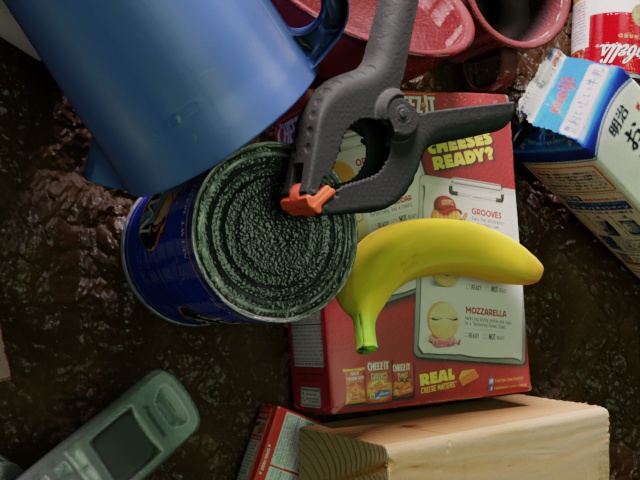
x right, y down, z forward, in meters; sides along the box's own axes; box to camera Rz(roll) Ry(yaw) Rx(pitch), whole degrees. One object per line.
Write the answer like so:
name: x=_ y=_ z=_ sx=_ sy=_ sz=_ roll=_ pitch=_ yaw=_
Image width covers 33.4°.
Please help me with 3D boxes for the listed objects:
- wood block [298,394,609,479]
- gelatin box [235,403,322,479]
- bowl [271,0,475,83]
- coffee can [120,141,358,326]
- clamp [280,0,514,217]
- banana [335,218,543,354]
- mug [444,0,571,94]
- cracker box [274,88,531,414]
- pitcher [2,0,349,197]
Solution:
wood block: x=0.094 y=0.161 z=0.718 sx=0.205 sy=0.091 sz=0.090 roll=-1 pitch=90 yaw=-37
gelatin box: x=-0.010 y=0.160 z=0.725 sx=0.089 sy=0.030 sz=0.073 roll=25 pitch=74 yaw=-24
bowl: x=0.019 y=-0.150 z=0.713 sx=0.162 sy=0.055 sz=0.162 roll=18 pitch=36 yaw=-14
coffee can: x=-0.054 y=0.001 z=0.655 sx=0.102 sy=0.141 sz=0.103 roll=2 pitch=84 yaw=-26
clamp: x=0.046 y=-0.067 z=0.617 sx=0.120 sy=0.039 sz=0.171 roll=41 pitch=68 yaw=-17
banana: x=0.070 y=0.018 z=0.677 sx=0.197 sy=0.037 sz=0.069 roll=-17 pitch=81 yaw=-44
mug: x=0.124 y=-0.165 z=0.789 sx=0.093 sy=0.082 sz=0.117 roll=-2 pitch=86 yaw=-26
cracker box: x=0.056 y=0.007 z=0.748 sx=0.163 sy=0.072 sz=0.214 roll=-2 pitch=85 yaw=-28
pitcher: x=-0.107 y=-0.159 z=0.577 sx=0.149 sy=0.145 sz=0.242 roll=-47 pitch=115 yaw=-31
